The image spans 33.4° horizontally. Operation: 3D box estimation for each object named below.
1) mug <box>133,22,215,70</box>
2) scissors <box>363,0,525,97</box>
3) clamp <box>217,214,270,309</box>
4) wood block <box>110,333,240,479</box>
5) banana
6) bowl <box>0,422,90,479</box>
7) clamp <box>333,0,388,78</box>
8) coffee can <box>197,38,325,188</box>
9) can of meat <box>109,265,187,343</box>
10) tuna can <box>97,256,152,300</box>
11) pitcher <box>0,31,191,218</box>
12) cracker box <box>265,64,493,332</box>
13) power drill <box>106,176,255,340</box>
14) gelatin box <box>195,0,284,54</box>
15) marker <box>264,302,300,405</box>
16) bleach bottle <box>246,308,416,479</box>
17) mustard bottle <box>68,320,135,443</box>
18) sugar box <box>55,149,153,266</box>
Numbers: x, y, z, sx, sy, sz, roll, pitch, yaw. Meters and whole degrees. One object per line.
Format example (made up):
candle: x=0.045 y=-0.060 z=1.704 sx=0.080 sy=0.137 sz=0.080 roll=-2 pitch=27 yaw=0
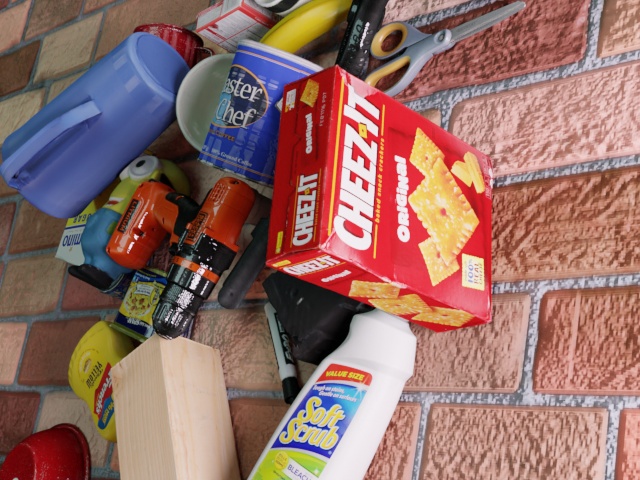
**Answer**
mug: x=-0.191 y=-0.225 z=1.383 sx=0.117 sy=0.093 sz=0.081 roll=4 pitch=77 yaw=11
scissors: x=0.117 y=-0.215 z=1.088 sx=0.202 sy=0.016 sz=0.096 roll=-33 pitch=50 yaw=32
clamp: x=-0.057 y=0.001 z=1.123 sx=0.171 sy=0.039 sz=0.120 roll=-58 pitch=9 yaw=10
wood block: x=-0.150 y=0.212 z=1.115 sx=0.091 sy=0.090 sz=0.206 roll=-38 pitch=47 yaw=29
banana: x=-0.024 y=-0.231 z=1.212 sx=0.198 sy=0.069 sz=0.037 roll=-25 pitch=68 yaw=37
bowl: x=-0.354 y=0.301 z=1.320 sx=0.162 sy=0.055 sz=0.162 roll=-23 pitch=56 yaw=39
clamp: x=0.049 y=-0.235 z=1.099 sx=0.164 sy=0.036 sz=0.210 roll=-85 pitch=15 yaw=-66
coffee can: x=-0.063 y=-0.135 z=1.162 sx=0.103 sy=0.102 sz=0.140 roll=24 pitch=96 yaw=50
can of meat: x=-0.190 y=0.079 z=1.248 sx=0.102 sy=0.057 sz=0.084 roll=16 pitch=81 yaw=49
tuna can: x=-0.252 y=0.031 z=1.355 sx=0.086 sy=0.033 sz=0.086 roll=-23 pitch=56 yaw=39
pitcher: x=-0.272 y=-0.141 z=1.299 sx=0.243 sy=0.144 sz=0.149 roll=-36 pitch=38 yaw=27
cracker box: x=0.060 y=-0.029 z=0.907 sx=0.072 sy=0.213 sz=0.164 roll=-17 pitch=60 yaw=42
power drill: x=-0.163 y=0.009 z=1.172 sx=0.188 sy=0.057 sz=0.184 roll=15 pitch=74 yaw=51
gelatin box: x=-0.097 y=-0.264 z=1.300 sx=0.089 sy=0.073 sz=0.030 roll=-18 pitch=58 yaw=43
marker: x=-0.038 y=0.116 z=1.094 sx=0.020 sy=0.020 sz=0.121 roll=-39 pitch=47 yaw=29
bleach bottle: x=0.014 y=0.160 z=0.983 sx=0.103 sy=0.068 sz=0.251 roll=27 pitch=90 yaw=42
mustard bottle: x=-0.232 y=0.180 z=1.244 sx=0.096 sy=0.058 sz=0.192 roll=-59 pitch=41 yaw=10
sugar box: x=-0.291 y=-0.047 z=1.427 sx=0.094 sy=0.048 sz=0.176 roll=12 pitch=80 yaw=49
